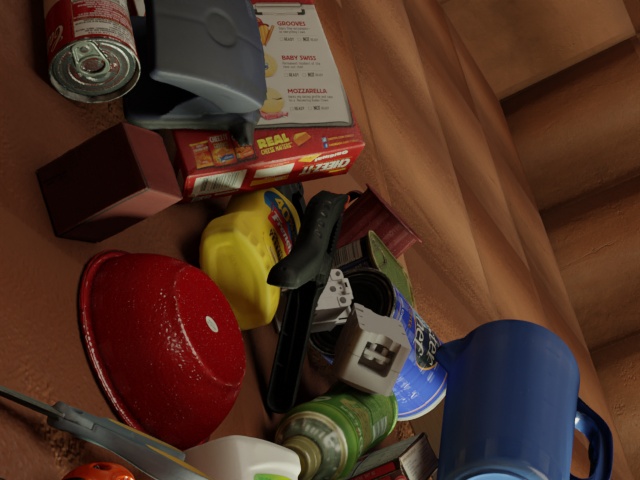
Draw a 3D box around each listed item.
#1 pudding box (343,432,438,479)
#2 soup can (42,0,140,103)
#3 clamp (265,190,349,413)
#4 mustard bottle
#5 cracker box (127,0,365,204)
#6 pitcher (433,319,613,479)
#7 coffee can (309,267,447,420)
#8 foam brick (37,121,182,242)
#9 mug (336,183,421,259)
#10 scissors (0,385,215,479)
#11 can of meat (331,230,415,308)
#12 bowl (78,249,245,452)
[{"bbox_3d":[0.051,0.212,0.945,0.039,0.090,0.113,66,17,4],"label":"pudding box"},{"bbox_3d":[-0.178,-0.167,0.824,0.068,0.069,0.102,41,29,-52],"label":"soup can"},{"bbox_3d":[-0.012,0.035,0.926,0.209,0.036,0.165,-68,167,-53],"label":"clamp"},{"bbox_3d":[-0.056,0.001,0.969,0.191,0.058,0.096,-66,138,-68],"label":"mustard bottle"},{"bbox_3d":[-0.074,-0.150,0.951,0.072,0.164,0.214,123,-49,-63],"label":"cracker box"},{"bbox_3d":[0.180,0.186,0.979,0.242,0.149,0.145,-61,132,-64],"label":"pitcher"},{"bbox_3d":[0.062,0.108,1.095,0.140,0.103,0.103,49,24,-42],"label":"coffee can"},{"bbox_3d":[-0.145,-0.039,0.736,0.051,0.078,0.053,12,55,-66],"label":"foam brick"},{"bbox_3d":[0.050,-0.012,1.236,0.093,0.081,0.117,39,9,-50],"label":"mug"},{"bbox_3d":[-0.127,0.111,0.607,0.016,0.096,0.201,-62,147,-8],"label":"scissors"},{"bbox_3d":[0.041,0.047,1.147,0.102,0.084,0.057,48,25,-43],"label":"can of meat"},{"bbox_3d":[-0.100,0.070,0.758,0.162,0.055,0.162,55,20,-31],"label":"bowl"}]
